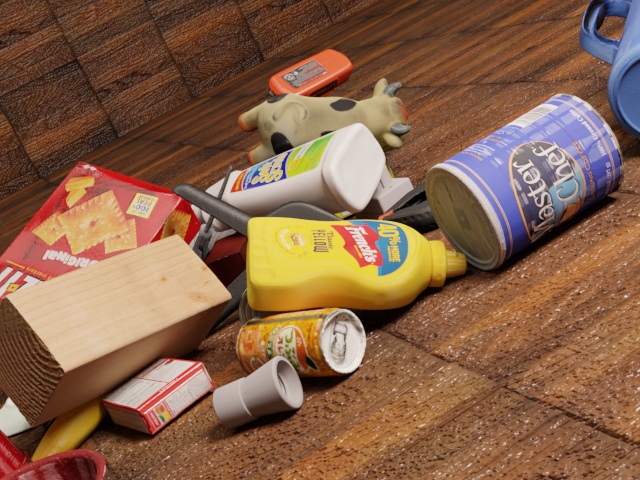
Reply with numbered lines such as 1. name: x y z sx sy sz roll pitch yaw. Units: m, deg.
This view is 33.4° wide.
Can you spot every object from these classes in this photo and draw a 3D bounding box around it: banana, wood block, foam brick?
1. banana: -0.215 0.152 1.027 0.070 0.037 0.197 -51 4 20
2. wood block: -0.195 0.078 0.988 0.205 0.090 0.091 -23 -25 -48
3. foam brick: -0.093 0.028 1.194 0.051 0.053 0.078 -21 18 17

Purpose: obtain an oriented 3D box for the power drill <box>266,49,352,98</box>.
1. power drill: 0.009 -0.148 1.375 0.184 0.187 0.057 -30 47 -22

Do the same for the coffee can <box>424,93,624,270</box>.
1. coffee can: 0.178 -0.052 0.935 0.140 0.103 0.103 -31 16 -17

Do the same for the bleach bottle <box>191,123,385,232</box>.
1. bleach bottle: -0.052 -0.052 1.177 0.251 0.068 0.102 -16 32 38

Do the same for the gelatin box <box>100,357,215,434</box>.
1. gelatin box: -0.148 0.139 0.965 0.073 0.030 0.089 -36 16 -29

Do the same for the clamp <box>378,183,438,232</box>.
1. clamp: 0.142 -0.056 1.119 0.171 0.039 0.120 -22 15 13

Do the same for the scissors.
1. scissors: -0.126 -0.007 1.192 0.096 0.016 0.202 -68 3 -69

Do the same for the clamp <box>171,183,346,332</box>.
1. clamp: -0.057 0.001 1.092 0.210 0.164 0.036 -14 -10 11

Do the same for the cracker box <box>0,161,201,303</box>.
1. cracker box: -0.260 0.023 1.184 0.164 0.072 0.213 19 61 29

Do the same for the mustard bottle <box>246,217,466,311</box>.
1. mustard bottle: 0.032 0.020 0.930 0.191 0.058 0.096 1 35 -6
